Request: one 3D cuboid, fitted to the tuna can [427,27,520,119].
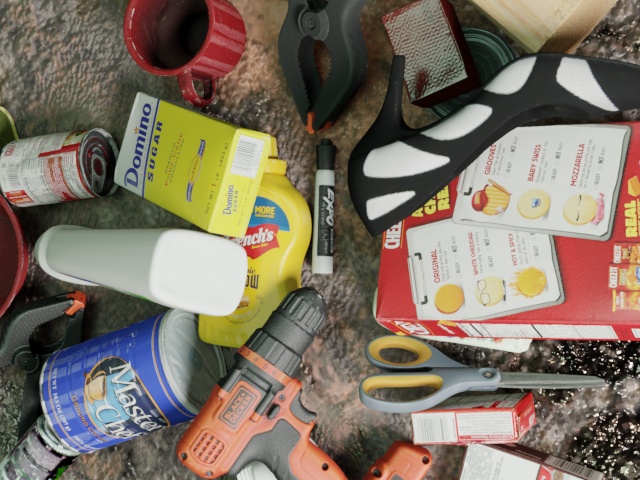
[{"bbox_3d":[0.128,-0.136,0.903,0.086,0.033,0.086,0,89,22],"label":"tuna can"}]

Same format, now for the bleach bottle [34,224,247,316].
[{"bbox_3d":[-0.182,0.019,0.981,0.251,0.102,0.068,5,81,48],"label":"bleach bottle"}]

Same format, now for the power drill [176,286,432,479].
[{"bbox_3d":[-0.001,0.157,0.907,0.187,0.057,0.184,36,85,0],"label":"power drill"}]

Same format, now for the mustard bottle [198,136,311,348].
[{"bbox_3d":[-0.057,0.001,0.965,0.096,0.058,0.191,5,91,25],"label":"mustard bottle"}]

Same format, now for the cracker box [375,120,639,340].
[{"bbox_3d":[0.161,-0.005,0.851,0.214,0.072,0.164,-1,71,23],"label":"cracker box"}]

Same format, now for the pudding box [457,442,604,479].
[{"bbox_3d":[0.167,0.220,0.882,0.114,0.039,0.090,16,96,24],"label":"pudding box"}]

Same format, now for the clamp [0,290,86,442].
[{"bbox_3d":[-0.300,0.112,1.052,0.120,0.039,0.171,30,100,-25],"label":"clamp"}]

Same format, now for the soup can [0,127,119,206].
[{"bbox_3d":[-0.256,-0.070,1.043,0.102,0.068,0.068,-5,87,23],"label":"soup can"}]

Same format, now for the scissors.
[{"bbox_3d":[0.124,0.104,0.887,0.201,0.096,0.016,-7,125,-14],"label":"scissors"}]

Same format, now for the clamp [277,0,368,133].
[{"bbox_3d":[0.010,-0.191,0.906,0.165,0.036,0.210,18,120,39],"label":"clamp"}]

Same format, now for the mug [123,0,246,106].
[{"bbox_3d":[-0.118,-0.180,0.979,0.093,0.081,0.117,-14,84,21],"label":"mug"}]

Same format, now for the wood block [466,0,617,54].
[{"bbox_3d":[0.137,-0.241,0.870,0.206,0.090,0.090,45,104,17],"label":"wood block"}]

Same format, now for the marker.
[{"bbox_3d":[0.003,-0.031,0.961,0.020,0.020,0.121,2,91,22],"label":"marker"}]

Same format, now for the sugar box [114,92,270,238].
[{"bbox_3d":[-0.120,-0.072,0.961,0.176,0.048,0.093,23,99,46],"label":"sugar box"}]

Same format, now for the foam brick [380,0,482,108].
[{"bbox_3d":[0.091,-0.154,0.871,0.053,0.051,0.078,-20,82,20],"label":"foam brick"}]

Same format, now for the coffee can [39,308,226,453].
[{"bbox_3d":[-0.172,0.130,0.987,0.140,0.102,0.103,-20,82,21],"label":"coffee can"}]

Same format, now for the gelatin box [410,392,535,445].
[{"bbox_3d":[0.127,0.147,0.880,0.089,0.073,0.030,-6,90,21],"label":"gelatin box"}]

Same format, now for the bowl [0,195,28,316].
[{"bbox_3d":[-0.354,0.016,1.089,0.162,0.055,0.162,0,89,22],"label":"bowl"}]
